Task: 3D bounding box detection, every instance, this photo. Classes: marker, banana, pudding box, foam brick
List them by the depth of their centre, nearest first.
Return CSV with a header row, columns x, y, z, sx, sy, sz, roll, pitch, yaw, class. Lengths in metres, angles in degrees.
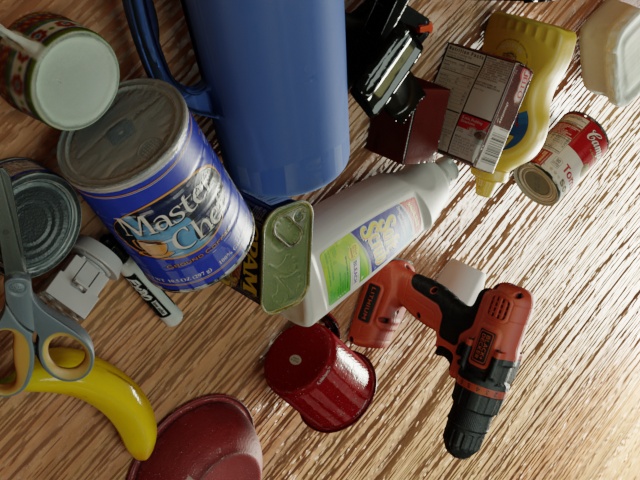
x,y,z,sx,sy,sz,roll,pitch,yaw,class
-0.151,0.033,0.897,0.020,0.020,0.121,-50,139,-16,marker
-0.190,0.134,0.901,0.070,0.037,0.197,-35,139,13,banana
0.085,-0.119,1.046,0.051,0.053,0.078,-10,119,-45,foam brick
0.152,-0.136,1.081,0.039,0.090,0.113,15,100,-49,pudding box

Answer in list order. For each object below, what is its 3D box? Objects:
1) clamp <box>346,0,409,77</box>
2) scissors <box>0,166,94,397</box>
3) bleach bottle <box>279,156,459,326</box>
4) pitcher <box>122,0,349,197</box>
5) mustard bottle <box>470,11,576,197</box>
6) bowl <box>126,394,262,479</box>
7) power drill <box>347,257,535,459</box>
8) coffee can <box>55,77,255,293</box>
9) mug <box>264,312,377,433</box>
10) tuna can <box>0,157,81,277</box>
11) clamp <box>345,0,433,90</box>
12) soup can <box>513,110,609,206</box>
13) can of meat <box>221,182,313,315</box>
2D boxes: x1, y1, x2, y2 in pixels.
x,y,z,sx,sy,sz,roll,pitch,yaw,class
0.074,-0.261,0.910,0.209,0.036,0.164,-44,137,-15,clamp
-0.201,0.038,0.775,0.096,0.016,0.202,8,124,-20,scissors
0.050,-0.021,1.056,0.250,0.068,0.102,-36,134,-32,bleach bottle
-0.050,-0.153,0.830,0.145,0.149,0.243,-67,156,-47,pitcher
0.198,-0.138,1.125,0.058,0.096,0.192,-3,113,-47,mustard bottle
-0.108,0.232,1.027,0.161,0.055,0.162,-24,127,-37,bowl
0.118,0.109,1.103,0.057,0.188,0.184,12,100,-52,power drill
-0.122,-0.039,0.815,0.102,0.103,0.140,-49,143,-16,coffee can
-0.001,0.123,1.069,0.081,0.093,0.117,46,44,-44,mug
-0.219,-0.016,0.783,0.085,0.034,0.086,-25,128,-37,tuna can
0.033,-0.185,0.965,0.171,0.039,0.120,-35,137,-31,clamp
0.285,-0.097,1.267,0.102,0.069,0.068,-43,137,-22,soup can
-0.056,0.001,0.932,0.057,0.084,0.102,-21,126,-39,can of meat
